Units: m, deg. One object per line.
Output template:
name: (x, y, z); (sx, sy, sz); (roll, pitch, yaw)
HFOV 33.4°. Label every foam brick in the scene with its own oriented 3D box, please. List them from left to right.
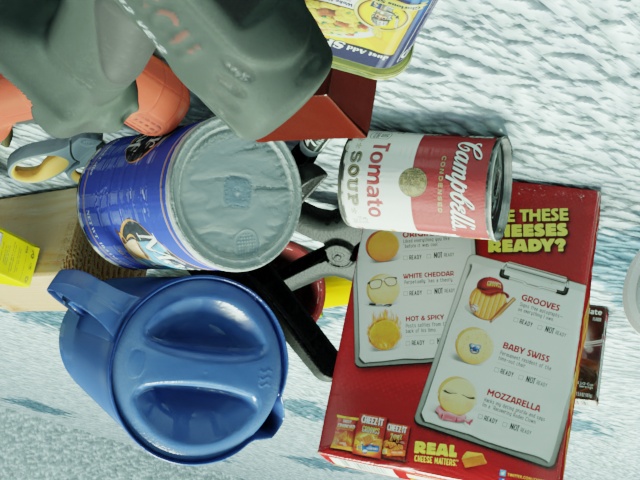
foam brick: (-0.013, -0.092, 0.622); (0.078, 0.051, 0.053); (1, 158, 29)

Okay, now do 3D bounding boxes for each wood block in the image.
wood block: (-0.264, 0.012, 1.033); (0.207, 0.090, 0.090); (-4, 155, 42)

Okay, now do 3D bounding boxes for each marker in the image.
marker: (0.001, -0.074, 0.718); (0.020, 0.020, 0.121); (16, 162, -11)

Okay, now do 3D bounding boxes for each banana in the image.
banana: (0.015, 0.050, 1.053); (0.069, 0.037, 0.198); (0, 170, -29)

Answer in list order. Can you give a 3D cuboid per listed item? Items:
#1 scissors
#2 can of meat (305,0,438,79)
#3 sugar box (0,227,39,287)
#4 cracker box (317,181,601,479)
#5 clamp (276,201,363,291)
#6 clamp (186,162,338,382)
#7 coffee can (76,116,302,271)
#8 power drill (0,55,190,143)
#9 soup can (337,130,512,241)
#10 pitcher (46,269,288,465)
scissors: (-0.167, -0.075, 0.826); (0.202, 0.016, 0.096); (-17, 160, 40)
can of meat: (0.007, -0.127, 0.499); (0.102, 0.057, 0.084); (15, 160, -7)
sugar box: (-0.316, -0.003, 0.879); (0.093, 0.048, 0.176); (6, 170, 16)
cracker box: (0.102, 0.066, 0.755); (0.164, 0.213, 0.072); (7, 163, 16)
clamp: (0.010, -0.005, 0.862); (0.172, 0.039, 0.120); (-7, 133, 17)
clamp: (-0.055, 0.001, 0.820); (0.036, 0.164, 0.210); (-19, -151, -37)
coffee can: (-0.095, -0.030, 0.746); (0.102, 0.103, 0.141); (25, 164, -34)
power drill: (-0.203, -0.112, 0.676); (0.188, 0.057, 0.184); (-2, 157, 37)
soup can: (0.070, -0.038, 0.703); (0.102, 0.068, 0.068); (6, 160, 21)
pitcher: (-0.139, 0.082, 0.843); (0.144, 0.149, 0.243); (-12, -174, -25)
